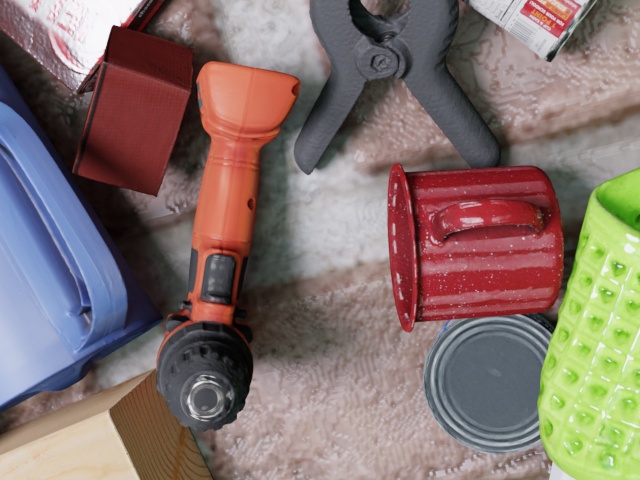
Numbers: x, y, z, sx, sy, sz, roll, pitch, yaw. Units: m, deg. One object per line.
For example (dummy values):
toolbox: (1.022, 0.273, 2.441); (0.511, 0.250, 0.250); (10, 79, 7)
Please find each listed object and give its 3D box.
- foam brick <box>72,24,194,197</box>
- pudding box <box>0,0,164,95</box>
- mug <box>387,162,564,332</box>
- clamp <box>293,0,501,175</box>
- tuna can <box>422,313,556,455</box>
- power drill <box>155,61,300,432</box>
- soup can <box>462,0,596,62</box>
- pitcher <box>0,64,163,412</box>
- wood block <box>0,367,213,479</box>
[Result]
foam brick: (-0.108, -0.076, 0.622); (0.051, 0.053, 0.078); (15, 124, -14)
pudding box: (-0.157, -0.158, 0.644); (0.113, 0.039, 0.090); (41, 105, 3)
mug: (0.084, -0.002, 0.573); (0.081, 0.117, 0.093); (-4, 74, -4)
clamp: (0.046, -0.099, 0.580); (0.120, 0.039, 0.171); (4, 133, 2)
tuna can: (0.104, 0.079, 0.627); (0.086, 0.033, 0.086); (2, 99, 12)
power drill: (-0.054, 0.001, 0.583); (0.057, 0.184, 0.188); (10, 93, -9)
soup can: (0.102, -0.151, 0.573); (0.102, 0.068, 0.068); (36, 104, 4)
pitcher: (-0.202, -0.023, 0.628); (0.149, 0.145, 0.243); (-30, 89, 8)
wood block: (-0.185, 0.168, 0.677); (0.206, 0.090, 0.090); (-24, 94, 15)
